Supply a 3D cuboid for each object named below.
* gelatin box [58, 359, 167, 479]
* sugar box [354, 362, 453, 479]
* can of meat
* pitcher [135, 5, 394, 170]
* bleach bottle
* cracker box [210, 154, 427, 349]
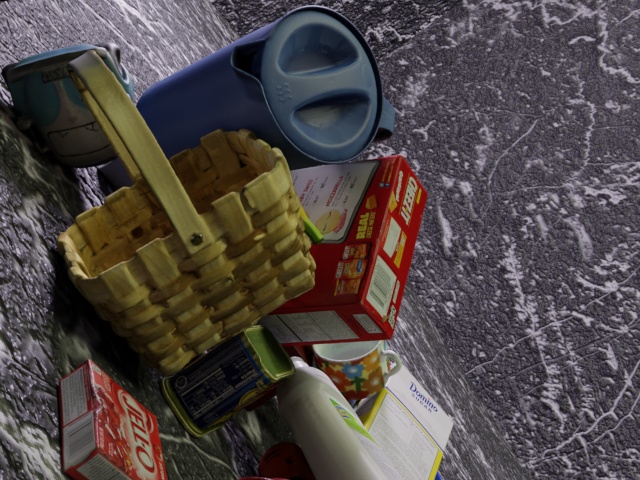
[{"bbox_3d":[-0.133,0.129,0.687,0.073,0.030,0.089,50,9,-34],"label":"gelatin box"},{"bbox_3d":[0.073,0.196,1.041,0.093,0.048,0.176,49,22,-2],"label":"sugar box"},{"bbox_3d":[-0.075,0.115,0.899,0.057,0.084,0.102,56,8,8],"label":"can of meat"},{"bbox_3d":[-0.060,-0.115,0.978,0.243,0.144,0.149,-9,-63,50],"label":"pitcher"},{"bbox_3d":[0.028,0.191,0.898,0.102,0.068,0.251,48,4,-43],"label":"bleach bottle"},{"bbox_3d":[-0.021,0.015,0.985,0.072,0.214,0.164,50,44,-41],"label":"cracker box"}]
